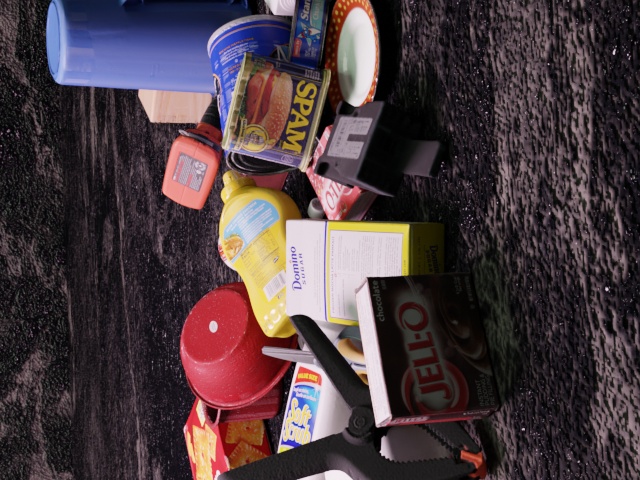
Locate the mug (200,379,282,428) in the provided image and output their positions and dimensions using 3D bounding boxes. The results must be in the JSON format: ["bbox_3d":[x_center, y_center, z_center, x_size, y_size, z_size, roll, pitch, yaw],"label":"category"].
[{"bbox_3d":[-0.093,0.167,1.284,0.093,0.081,0.117,-118,33,-49],"label":"mug"}]

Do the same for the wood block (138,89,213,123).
[{"bbox_3d":[-0.194,-0.277,1.496,0.091,0.090,0.206,-121,36,-52],"label":"wood block"}]

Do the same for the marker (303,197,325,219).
[{"bbox_3d":[-0.018,-0.002,1.159,0.121,0.020,0.020,115,147,-50],"label":"marker"}]

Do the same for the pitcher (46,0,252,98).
[{"bbox_3d":[-0.208,-0.255,1.320,0.145,0.242,0.149,-176,83,-67],"label":"pitcher"}]

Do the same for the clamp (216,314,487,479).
[{"bbox_3d":[0.027,0.159,0.851,0.164,0.210,0.036,-60,-29,-20],"label":"clamp"}]

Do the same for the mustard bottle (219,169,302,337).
[{"bbox_3d":[-0.057,0.001,1.133,0.096,0.058,0.192,-44,61,26],"label":"mustard bottle"}]

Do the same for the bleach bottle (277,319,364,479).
[{"bbox_3d":[0.001,0.167,1.070,0.103,0.068,0.251,-142,56,-60],"label":"bleach bottle"}]

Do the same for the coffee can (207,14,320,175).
[{"bbox_3d":[-0.061,-0.154,1.142,0.103,0.102,0.140,128,136,-59],"label":"coffee can"}]

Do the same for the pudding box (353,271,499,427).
[{"bbox_3d":[0.080,0.083,0.818,0.039,0.090,0.113,127,137,-59],"label":"pudding box"}]

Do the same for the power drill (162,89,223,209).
[{"bbox_3d":[-0.125,-0.129,1.265,0.185,0.057,0.187,113,179,-51],"label":"power drill"}]

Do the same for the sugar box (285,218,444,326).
[{"bbox_3d":[0.035,0.028,0.938,0.177,0.048,0.093,5,96,56],"label":"sugar box"}]

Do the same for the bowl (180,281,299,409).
[{"bbox_3d":[-0.105,0.108,1.217,0.162,0.055,0.162,-18,55,27],"label":"bowl"}]

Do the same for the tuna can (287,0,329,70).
[{"bbox_3d":[-0.013,-0.210,1.074,0.086,0.033,0.086,-173,91,-87],"label":"tuna can"}]

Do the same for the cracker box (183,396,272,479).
[{"bbox_3d":[-0.114,0.300,1.361,0.164,0.072,0.214,115,146,-50],"label":"cracker box"}]

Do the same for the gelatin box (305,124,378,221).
[{"bbox_3d":[0.021,-0.060,1.012,0.073,0.030,0.089,65,156,17],"label":"gelatin box"}]

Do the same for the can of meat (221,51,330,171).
[{"bbox_3d":[-0.044,-0.127,1.037,0.057,0.084,0.102,-122,46,-77],"label":"can of meat"}]

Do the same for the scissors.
[{"bbox_3d":[0.004,0.098,0.964,0.202,0.016,0.096,15,144,38],"label":"scissors"}]
